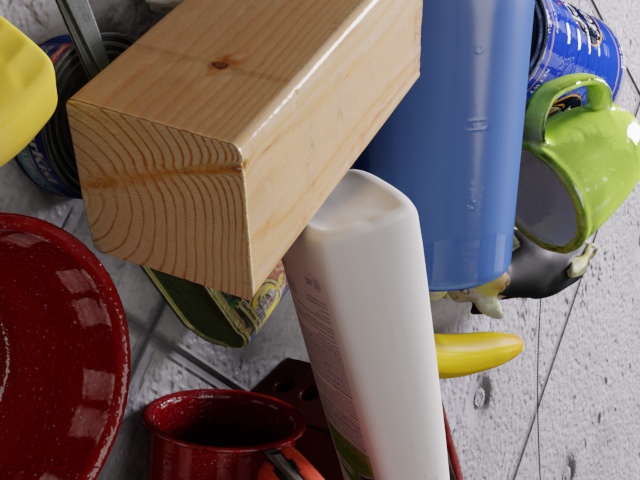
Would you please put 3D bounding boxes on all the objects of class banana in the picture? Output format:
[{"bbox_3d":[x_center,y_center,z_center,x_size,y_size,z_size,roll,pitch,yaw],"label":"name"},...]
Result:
[{"bbox_3d":[0.087,0.080,0.804,0.197,0.070,0.037,22,47,-54],"label":"banana"}]

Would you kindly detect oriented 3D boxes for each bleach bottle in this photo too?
[{"bbox_3d":[0.032,0.093,0.604,0.068,0.103,0.251,-18,113,-15],"label":"bleach bottle"}]

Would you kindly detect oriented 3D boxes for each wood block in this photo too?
[{"bbox_3d":[-0.027,-0.078,0.544,0.205,0.091,0.090,-53,152,-43],"label":"wood block"}]

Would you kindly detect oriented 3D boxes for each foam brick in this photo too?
[{"bbox_3d":[-0.001,0.118,0.686,0.052,0.078,0.051,-40,128,-40],"label":"foam brick"}]

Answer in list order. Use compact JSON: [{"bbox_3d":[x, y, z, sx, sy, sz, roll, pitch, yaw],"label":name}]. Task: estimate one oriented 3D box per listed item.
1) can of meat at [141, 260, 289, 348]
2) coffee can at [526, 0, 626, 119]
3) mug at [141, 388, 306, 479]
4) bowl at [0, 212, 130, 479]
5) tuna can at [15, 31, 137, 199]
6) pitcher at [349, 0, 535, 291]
[{"bbox_3d":[-0.054,0.001,0.616,0.083,0.058,0.102,-54,134,-28],"label":"can of meat"},{"bbox_3d":[0.159,-0.140,0.820,0.140,0.103,0.103,7,91,-52],"label":"coffee can"},{"bbox_3d":[-0.056,0.137,0.623,0.117,0.093,0.081,-47,143,-75],"label":"mug"},{"bbox_3d":[-0.165,0.065,0.488,0.161,0.055,0.162,-12,106,-50],"label":"bowl"},{"bbox_3d":[-0.116,-0.063,0.544,0.085,0.034,0.086,-13,107,-50],"label":"tuna can"},{"bbox_3d":[0.066,-0.093,0.706,0.144,0.149,0.243,-34,127,-61],"label":"pitcher"}]
